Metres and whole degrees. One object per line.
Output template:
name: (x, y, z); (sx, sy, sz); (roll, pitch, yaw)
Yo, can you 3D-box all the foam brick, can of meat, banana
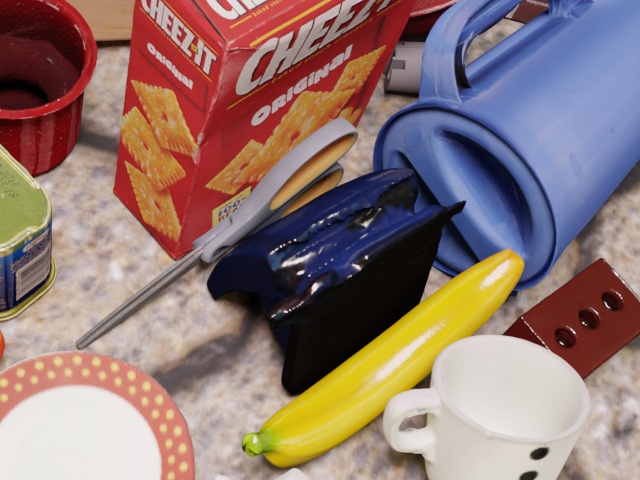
foam brick: (0.155, 0.058, 0.660); (0.078, 0.051, 0.053); (-32, 75, -27)
can of meat: (-0.192, -0.016, 0.586); (0.102, 0.084, 0.057); (43, 61, 9)
banana: (0.037, 0.074, 0.606); (0.197, 0.070, 0.037); (-35, 83, -21)

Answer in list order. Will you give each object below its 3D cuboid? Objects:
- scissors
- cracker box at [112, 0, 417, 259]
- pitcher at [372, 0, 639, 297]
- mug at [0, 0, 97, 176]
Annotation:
scissors: (-0.054, 0.001, 0.645); (0.202, 0.096, 0.016); (-41, 76, 3)
cracker box: (-0.027, -0.099, 0.598); (0.164, 0.214, 0.072); (-37, 77, -28)
pitcher: (0.153, -0.093, 0.689); (0.145, 0.149, 0.242); (43, 57, 9)
mug: (-0.193, -0.090, 0.626); (0.117, 0.082, 0.093); (2, 63, -15)
